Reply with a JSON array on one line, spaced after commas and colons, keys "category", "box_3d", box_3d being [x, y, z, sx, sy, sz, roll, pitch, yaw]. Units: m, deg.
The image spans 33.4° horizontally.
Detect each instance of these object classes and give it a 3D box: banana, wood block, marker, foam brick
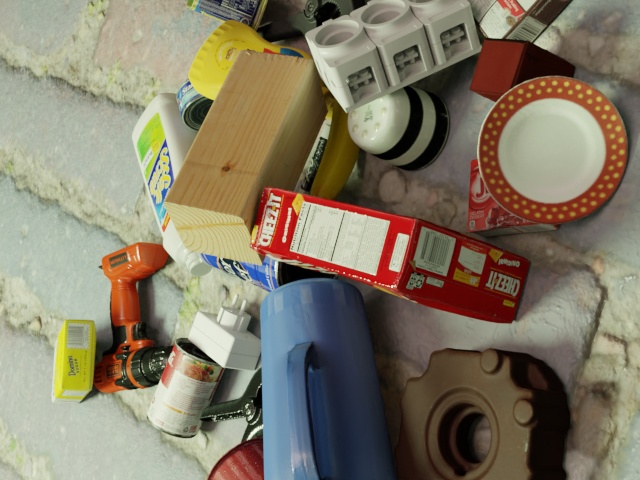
[{"category": "banana", "box_3d": [0.021, -0.126, 1.165, 0.037, 0.069, 0.198, 1, 81, 39]}, {"category": "wood block", "box_3d": [-0.073, -0.090, 1.112, 0.091, 0.090, 0.206, 11, 60, 20]}, {"category": "marker", "box_3d": [-0.008, -0.074, 1.219, 0.020, 0.020, 0.121, 32, 103, 47]}, {"category": "foam brick", "box_3d": [0.187, -0.150, 0.983, 0.051, 0.078, 0.053, 16, 90, 49]}]

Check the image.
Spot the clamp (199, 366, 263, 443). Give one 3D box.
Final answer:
[{"category": "clamp", "box_3d": [-0.076, 0.191, 1.207, 0.172, 0.039, 0.120, -53, 50, 15]}]

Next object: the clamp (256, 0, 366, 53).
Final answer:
[{"category": "clamp", "box_3d": [0.002, -0.281, 1.249, 0.210, 0.036, 0.165, 40, 116, 46]}]

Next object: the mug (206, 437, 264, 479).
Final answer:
[{"category": "mug", "box_3d": [-0.063, 0.280, 1.140, 0.082, 0.093, 0.117, 44, 142, 40]}]

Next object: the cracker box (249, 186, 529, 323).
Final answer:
[{"category": "cracker box", "box_3d": [0.061, 0.013, 1.011, 0.214, 0.163, 0.072, 14, 88, 48]}]

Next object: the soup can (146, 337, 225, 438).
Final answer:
[{"category": "soup can", "box_3d": [-0.160, 0.177, 1.280, 0.069, 0.068, 0.102, 34, 104, 47]}]

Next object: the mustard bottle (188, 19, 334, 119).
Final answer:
[{"category": "mustard bottle", "box_3d": [-0.055, -0.184, 1.244, 0.192, 0.058, 0.096, 28, 74, 24]}]

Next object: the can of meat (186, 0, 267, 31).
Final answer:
[{"category": "can of meat", "box_3d": [-0.118, -0.298, 1.328, 0.102, 0.083, 0.057, -131, 61, -72]}]

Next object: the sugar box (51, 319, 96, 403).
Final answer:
[{"category": "sugar box", "box_3d": [-0.336, 0.167, 1.443, 0.176, 0.048, 0.093, 144, 129, -65]}]

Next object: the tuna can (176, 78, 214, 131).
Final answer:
[{"category": "tuna can", "box_3d": [-0.136, -0.173, 1.338, 0.086, 0.085, 0.034, -37, 56, 35]}]

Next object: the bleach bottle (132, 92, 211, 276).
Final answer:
[{"category": "bleach bottle", "box_3d": [-0.176, -0.066, 1.361, 0.103, 0.067, 0.251, -49, 46, 34]}]

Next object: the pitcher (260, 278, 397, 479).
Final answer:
[{"category": "pitcher", "box_3d": [0.000, 0.160, 1.046, 0.149, 0.144, 0.243, -43, 46, 49]}]

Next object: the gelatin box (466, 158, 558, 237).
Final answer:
[{"category": "gelatin box", "box_3d": [0.179, -0.044, 0.997, 0.089, 0.030, 0.073, -7, 74, 46]}]

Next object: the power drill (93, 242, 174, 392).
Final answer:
[{"category": "power drill", "box_3d": [-0.236, 0.101, 1.393, 0.185, 0.057, 0.187, -17, 67, 44]}]

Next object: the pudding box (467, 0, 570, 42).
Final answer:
[{"category": "pudding box", "box_3d": [0.195, -0.247, 1.031, 0.114, 0.039, 0.090, -47, 48, 26]}]

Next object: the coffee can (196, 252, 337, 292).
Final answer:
[{"category": "coffee can", "box_3d": [-0.058, 0.001, 1.177, 0.141, 0.102, 0.103, 22, 96, 41]}]
